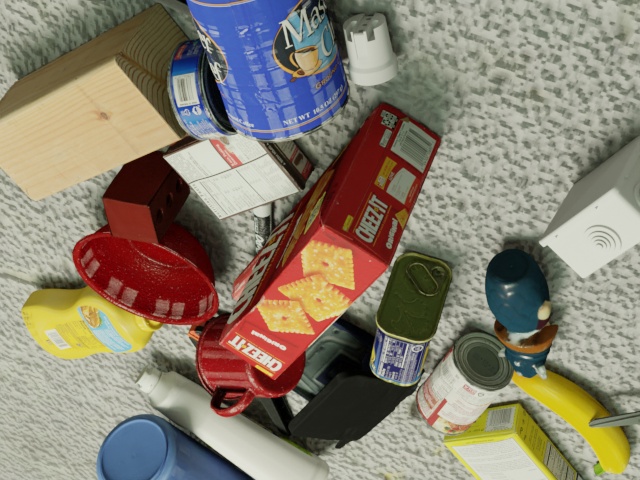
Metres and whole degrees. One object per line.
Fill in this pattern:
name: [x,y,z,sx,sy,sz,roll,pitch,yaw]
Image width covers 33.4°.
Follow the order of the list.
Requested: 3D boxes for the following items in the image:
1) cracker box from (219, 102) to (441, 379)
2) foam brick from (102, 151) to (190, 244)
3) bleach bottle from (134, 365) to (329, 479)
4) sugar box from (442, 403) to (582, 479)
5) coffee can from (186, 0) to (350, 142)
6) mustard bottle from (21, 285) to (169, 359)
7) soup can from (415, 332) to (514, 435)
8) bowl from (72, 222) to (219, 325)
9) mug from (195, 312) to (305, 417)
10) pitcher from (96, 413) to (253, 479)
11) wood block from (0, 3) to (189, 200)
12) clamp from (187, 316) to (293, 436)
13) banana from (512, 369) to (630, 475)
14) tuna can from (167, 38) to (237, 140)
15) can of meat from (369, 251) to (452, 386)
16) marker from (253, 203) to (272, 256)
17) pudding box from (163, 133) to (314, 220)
cracker box: [0.004,0.002,0.934,0.072,0.164,0.214,33,138,-9]
foam brick: [-0.168,-0.044,1.033,0.051,0.078,0.053,12,138,15]
bleach bottle: [-0.113,0.232,1.298,0.250,0.068,0.103,35,169,-11]
sugar box: [0.224,0.254,1.194,0.094,0.048,0.176,-16,130,37]
coffee can: [-0.042,-0.162,0.827,0.103,0.102,0.140,3,136,23]
mustard bottle: [-0.248,0.090,1.229,0.192,0.058,0.096,-9,129,32]
soup can: [0.147,0.148,1.097,0.068,0.068,0.102,25,139,-2]
bowl: [-0.174,0.022,1.115,0.162,0.055,0.162,14,146,9]
mug: [-0.075,0.130,1.105,0.082,0.117,0.093,-5,136,48]
pitcher: [-0.171,0.316,1.324,0.149,0.145,0.242,11,155,29]
wood block: [-0.204,-0.119,0.961,0.207,0.090,0.090,-16,125,37]
clamp: [-0.067,0.155,1.230,0.210,0.036,0.165,31,139,-14]
banana: [0.270,0.190,1.107,0.070,0.037,0.197,-20,124,36]
tuna can: [-0.091,-0.129,0.899,0.034,0.086,0.086,-5,132,28]
can of meat: [0.085,0.077,1.026,0.057,0.102,0.084,16,141,8]
marker: [-0.057,0.001,1.073,0.020,0.020,0.121,14,138,11]
pudding box: [-0.076,-0.072,0.990,0.114,0.039,0.090,-16,126,39]
